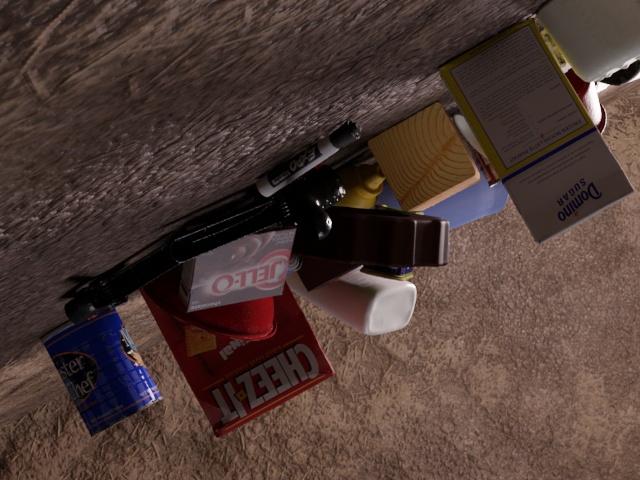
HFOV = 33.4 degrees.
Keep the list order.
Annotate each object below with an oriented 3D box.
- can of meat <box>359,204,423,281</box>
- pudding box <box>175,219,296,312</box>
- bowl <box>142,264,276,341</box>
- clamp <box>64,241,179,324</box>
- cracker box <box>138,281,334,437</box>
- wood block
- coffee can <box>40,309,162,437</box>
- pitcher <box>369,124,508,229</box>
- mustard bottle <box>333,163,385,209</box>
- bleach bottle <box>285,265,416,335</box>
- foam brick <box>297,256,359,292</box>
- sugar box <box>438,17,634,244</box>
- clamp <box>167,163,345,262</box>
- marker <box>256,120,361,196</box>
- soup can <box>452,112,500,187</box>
[{"bbox_3d":[0.090,0.002,1.310,0.057,0.084,0.102,12,-175,13],"label":"can of meat"},{"bbox_3d":[-0.086,0.020,1.084,0.113,0.039,0.090,-8,130,-27],"label":"pudding box"},{"bbox_3d":[-0.113,0.047,1.177,0.055,0.162,0.162,-66,165,15],"label":"bowl"},{"bbox_3d":[-0.218,0.055,1.067,0.120,0.039,0.172,-23,174,-40],"label":"clamp"},{"bbox_3d":[-0.104,0.108,1.303,0.164,0.214,0.072,-28,177,-8],"label":"cracker box"},{"bbox_3d":[0.126,-0.092,1.235,0.091,0.090,0.206,-28,177,10],"label":"wood block"},{"bbox_3d":[-0.278,0.164,1.360,0.103,0.140,0.103,-28,177,-2],"label":"coffee can"},{"bbox_3d":[0.131,-0.068,1.457,0.242,0.149,0.145,-23,-170,-28],"label":"pitcher"},{"bbox_3d":[0.013,-0.044,1.298,0.096,0.058,0.192,-18,171,-43],"label":"mustard bottle"},{"bbox_3d":[0.002,0.047,1.437,0.251,0.068,0.102,26,-157,39],"label":"bleach bottle"},{"bbox_3d":[0.010,0.024,1.334,0.078,0.051,0.053,-29,176,14],"label":"foam brick"},{"bbox_3d":[0.185,-0.094,0.924,0.093,0.176,0.048,-29,176,8],"label":"sugar box"},{"bbox_3d":[-0.026,-0.033,1.020,0.165,0.036,0.209,-6,-162,33],"label":"clamp"},{"bbox_3d":[-0.010,-0.075,0.970,0.121,0.020,0.020,-30,176,33],"label":"marker"},{"bbox_3d":[0.217,-0.127,1.330,0.068,0.102,0.068,-28,177,-2],"label":"soup can"}]
